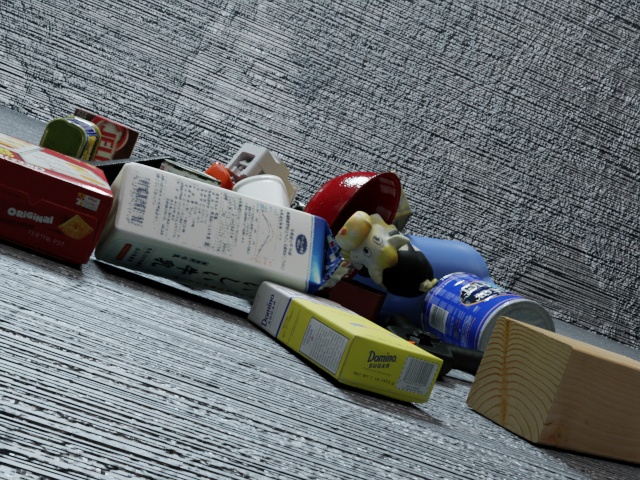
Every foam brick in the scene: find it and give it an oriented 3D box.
[{"bbox_3d":[0.036,0.073,1.163,0.053,0.051,0.078,23,3,8],"label":"foam brick"}]

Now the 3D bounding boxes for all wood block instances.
[{"bbox_3d":[0.245,0.145,0.999,0.205,0.091,0.090,18,4,-41],"label":"wood block"}]

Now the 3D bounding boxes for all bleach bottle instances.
[{"bbox_3d":[-0.058,0.001,1.177,0.068,0.102,0.251,-11,15,-3],"label":"bleach bottle"}]

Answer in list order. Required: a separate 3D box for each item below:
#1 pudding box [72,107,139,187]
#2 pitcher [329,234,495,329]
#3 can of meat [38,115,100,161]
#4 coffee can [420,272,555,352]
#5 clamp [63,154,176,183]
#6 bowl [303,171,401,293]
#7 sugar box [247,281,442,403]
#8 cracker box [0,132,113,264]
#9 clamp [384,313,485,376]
[{"bbox_3d":[-0.305,-0.111,1.439,0.090,0.113,0.039,21,0,-7],"label":"pudding box"},{"bbox_3d":[0.106,0.053,1.407,0.242,0.149,0.145,12,41,-54],"label":"pitcher"},{"bbox_3d":[-0.320,-0.103,1.327,0.057,0.102,0.084,22,5,-4],"label":"can of meat"},{"bbox_3d":[0.198,0.103,1.275,0.102,0.103,0.140,20,3,-26],"label":"coffee can"},{"bbox_3d":[-0.281,-0.075,1.241,0.210,0.036,0.164,10,24,19],"label":"clamp"},{"bbox_3d":[0.023,-0.021,1.224,0.055,0.162,0.162,35,8,23],"label":"bowl"},{"bbox_3d":[0.016,0.083,0.912,0.093,0.048,0.176,20,5,-31],"label":"sugar box"},{"bbox_3d":[-0.279,-0.049,0.958,0.164,0.072,0.214,20,4,-16],"label":"cracker box"},{"bbox_3d":[0.116,0.116,1.107,0.120,0.039,0.171,18,9,11],"label":"clamp"}]
